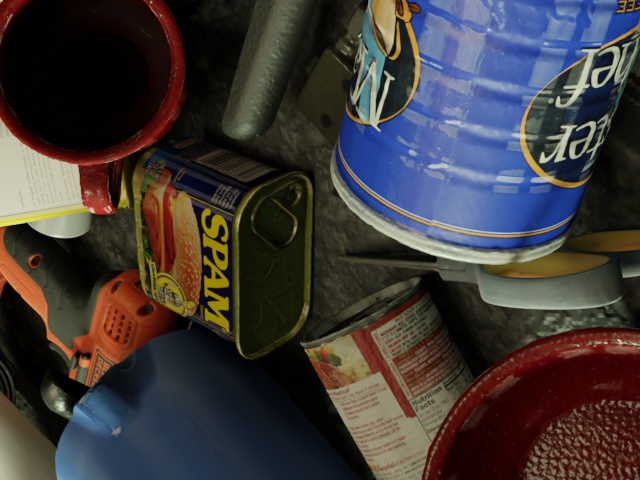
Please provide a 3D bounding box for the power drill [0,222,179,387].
[{"bbox_3d":[-0.181,0.061,0.719,0.188,0.057,0.185,34,123,20],"label":"power drill"}]

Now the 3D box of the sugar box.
[{"bbox_3d":[-0.187,-0.053,0.614,0.176,0.048,0.093,-7,94,17],"label":"sugar box"}]

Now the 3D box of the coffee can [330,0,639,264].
[{"bbox_3d":[0.066,-0.077,0.397,0.103,0.102,0.140,32,130,25],"label":"coffee can"}]

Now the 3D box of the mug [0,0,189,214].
[{"bbox_3d":[-0.108,-0.072,0.528,0.093,0.081,0.117,-4,93,-1],"label":"mug"}]

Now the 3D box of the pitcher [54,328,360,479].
[{"bbox_3d":[-0.020,0.165,0.549,0.243,0.148,0.145,40,129,41],"label":"pitcher"}]

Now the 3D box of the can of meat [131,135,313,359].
[{"bbox_3d":[-0.054,0.001,0.579,0.084,0.057,0.102,24,125,35],"label":"can of meat"}]

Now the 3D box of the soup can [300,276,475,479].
[{"bbox_3d":[0.044,0.078,0.524,0.069,0.068,0.102,-26,94,46],"label":"soup can"}]

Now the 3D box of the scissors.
[{"bbox_3d":[0.083,0.007,0.477,0.202,0.096,0.016,-166,65,-73],"label":"scissors"}]

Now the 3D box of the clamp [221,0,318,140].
[{"bbox_3d":[-0.004,-0.145,0.464,0.210,0.036,0.164,-18,90,43],"label":"clamp"}]
